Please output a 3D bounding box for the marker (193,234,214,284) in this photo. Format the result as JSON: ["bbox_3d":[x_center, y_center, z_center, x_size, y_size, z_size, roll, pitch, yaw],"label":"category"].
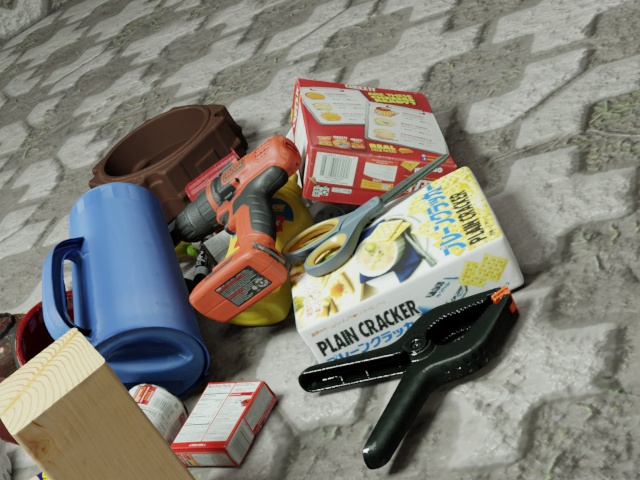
[{"bbox_3d":[-0.145,0.029,1.322,0.020,0.020,0.121,-22,29,14],"label":"marker"}]

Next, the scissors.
[{"bbox_3d":[0.052,-0.022,1.083,0.202,0.016,0.096,-28,28,6],"label":"scissors"}]

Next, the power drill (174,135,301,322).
[{"bbox_3d":[-0.096,-0.006,1.136,0.185,0.057,0.187,-37,36,30],"label":"power drill"}]

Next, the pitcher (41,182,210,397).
[{"bbox_3d":[-0.212,0.049,1.135,0.145,0.149,0.243,-14,47,-7],"label":"pitcher"}]

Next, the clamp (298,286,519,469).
[{"bbox_3d":[0.084,0.106,0.966,0.209,0.036,0.165,-36,29,-15],"label":"clamp"}]

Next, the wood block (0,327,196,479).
[{"bbox_3d":[-0.174,0.188,0.898,0.090,0.206,0.090,-38,29,-14],"label":"wood block"}]

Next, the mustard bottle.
[{"bbox_3d":[-0.058,0.001,1.195,0.096,0.058,0.191,-5,52,33],"label":"mustard bottle"}]

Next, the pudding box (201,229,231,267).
[{"bbox_3d":[-0.078,0.004,1.280,0.113,0.039,0.090,-32,30,-7],"label":"pudding box"}]

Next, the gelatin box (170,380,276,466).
[{"bbox_3d":[-0.093,0.176,1.027,0.073,0.030,0.089,-9,34,36],"label":"gelatin box"}]

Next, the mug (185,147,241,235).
[{"bbox_3d":[-0.113,-0.050,1.362,0.081,0.093,0.117,-36,65,-1],"label":"mug"}]

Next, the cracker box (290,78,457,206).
[{"bbox_3d":[0.054,-0.112,1.236,0.164,0.072,0.213,6,28,-9],"label":"cracker box"}]

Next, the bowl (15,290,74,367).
[{"bbox_3d":[-0.254,0.131,1.173,0.162,0.055,0.162,11,43,-11],"label":"bowl"}]

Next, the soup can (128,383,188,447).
[{"bbox_3d":[-0.177,0.197,1.032,0.069,0.068,0.102,-12,33,30],"label":"soup can"}]
